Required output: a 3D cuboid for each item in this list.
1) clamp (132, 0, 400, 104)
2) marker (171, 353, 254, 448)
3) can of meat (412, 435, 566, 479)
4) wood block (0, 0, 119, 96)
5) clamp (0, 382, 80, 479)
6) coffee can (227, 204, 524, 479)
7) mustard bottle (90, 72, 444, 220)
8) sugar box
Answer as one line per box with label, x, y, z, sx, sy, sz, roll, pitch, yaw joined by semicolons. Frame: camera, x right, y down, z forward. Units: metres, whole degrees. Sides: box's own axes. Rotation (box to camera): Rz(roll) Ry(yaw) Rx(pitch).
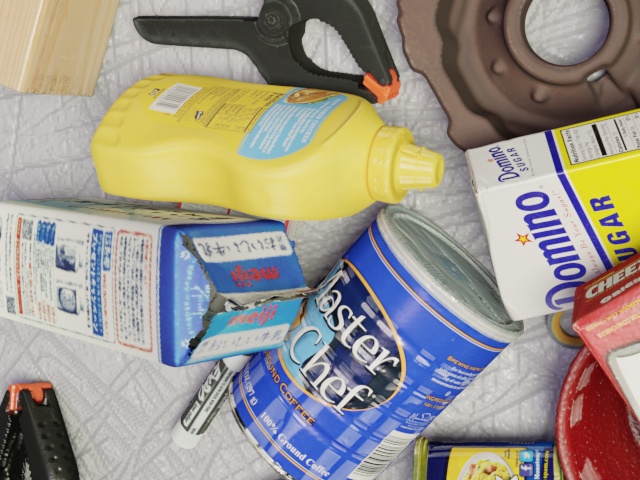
clamp;-0.023;-0.143;0.630;0.171;0.039;0.120;26;120;9
marker;-0.061;0.087;0.665;0.020;0.020;0.121;40;124;10
can of meat;0.097;0.162;0.600;0.084;0.057;0.102;-4;57;17
wood block;-0.169;-0.201;0.649;0.091;0.090;0.206;21;102;15
clamp;-0.190;0.202;0.711;0.165;0.036;0.210;6;91;40
coffee can;0.030;0.064;0.605;0.103;0.102;0.140;44;108;9
mustard bottle;-0.024;-0.051;0.594;0.192;0.096;0.058;9;126;24
sugar box;0.169;-0.020;0.535;0.176;0.048;0.093;-16;127;9
